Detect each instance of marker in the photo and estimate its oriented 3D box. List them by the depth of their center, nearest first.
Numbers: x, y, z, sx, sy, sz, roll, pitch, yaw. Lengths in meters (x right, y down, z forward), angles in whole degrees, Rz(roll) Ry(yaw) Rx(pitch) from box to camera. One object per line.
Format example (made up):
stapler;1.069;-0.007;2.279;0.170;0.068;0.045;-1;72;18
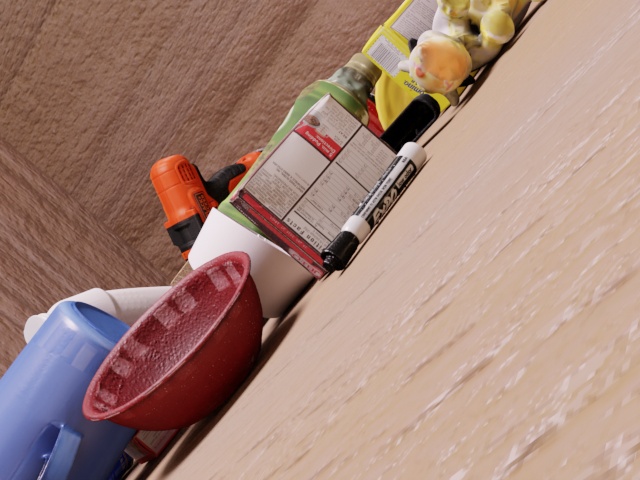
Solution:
marker;0.036;-0.023;0.730;0.121;0.020;0.020;-52;4;-32

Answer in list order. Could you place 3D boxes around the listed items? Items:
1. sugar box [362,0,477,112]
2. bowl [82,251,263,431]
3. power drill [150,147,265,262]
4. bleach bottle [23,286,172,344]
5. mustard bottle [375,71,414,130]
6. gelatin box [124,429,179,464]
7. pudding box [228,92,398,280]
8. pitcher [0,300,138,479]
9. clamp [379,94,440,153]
sugar box;0.120;-0.202;0.992;0.176;0.093;0.048;-52;5;-39
bowl;-0.094;0.083;0.766;0.162;0.055;0.162;-38;19;15
power drill;-0.097;-0.022;1.220;0.057;0.184;0.187;-22;2;33
bleach bottle;-0.183;0.089;1.022;0.103;0.068;0.250;-48;-25;21
mustard bottle;0.104;-0.178;1.101;0.191;0.058;0.096;-54;-30;-64
gelatin box;-0.134;0.151;0.939;0.089;0.030;0.073;-52;6;-24
pudding box;0.002;-0.041;0.789;0.113;0.090;0.039;-51;5;-25
pitcher;-0.228;0.177;0.863;0.243;0.149;0.144;-56;-28;1
clamp;0.031;-0.050;0.928;0.164;0.036;0.210;-47;1;-2
